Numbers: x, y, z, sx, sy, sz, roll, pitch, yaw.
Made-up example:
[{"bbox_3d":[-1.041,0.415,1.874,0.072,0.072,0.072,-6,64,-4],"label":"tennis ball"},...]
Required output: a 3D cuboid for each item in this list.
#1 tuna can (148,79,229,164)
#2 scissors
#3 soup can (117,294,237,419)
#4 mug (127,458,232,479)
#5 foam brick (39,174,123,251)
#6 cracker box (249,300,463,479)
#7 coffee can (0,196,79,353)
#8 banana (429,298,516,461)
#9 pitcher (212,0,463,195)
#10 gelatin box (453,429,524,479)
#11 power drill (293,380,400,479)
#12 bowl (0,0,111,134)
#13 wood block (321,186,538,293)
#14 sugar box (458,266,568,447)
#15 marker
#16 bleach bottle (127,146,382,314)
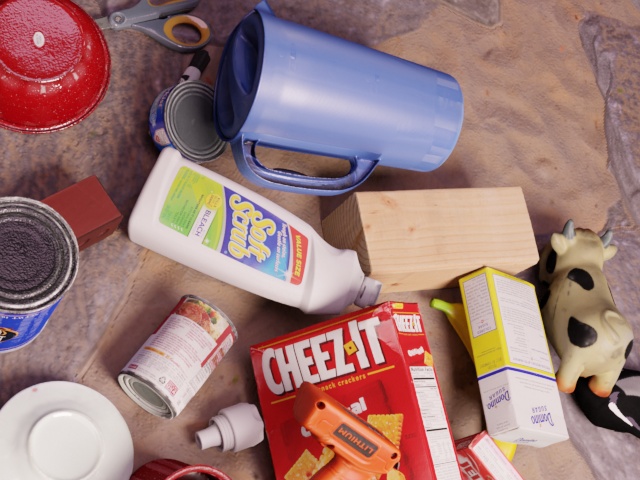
[{"bbox_3d":[-0.134,-0.120,1.102,0.085,0.034,0.086,8,79,-42],"label":"tuna can"},{"bbox_3d":[-0.200,-0.221,1.137,0.201,0.016,0.096,-34,88,-28],"label":"scissors"},{"bbox_3d":[-0.135,0.111,1.012,0.068,0.069,0.102,41,61,-5],"label":"soup can"},{"bbox_3d":[-0.129,0.251,0.947,0.093,0.082,0.117,12,83,-30],"label":"mug"},{"bbox_3d":[-0.239,-0.018,1.022,0.078,0.053,0.051,-31,86,-29],"label":"foam brick"},{"bbox_3d":[0.034,0.180,1.003,0.072,0.164,0.214,11,62,-60],"label":"cracker box"},{"bbox_3d":[-0.276,0.033,0.936,0.102,0.140,0.103,8,68,-21],"label":"coffee can"},{"bbox_3d":[0.178,0.149,1.156,0.069,0.037,0.198,-17,79,-21],"label":"banana"},{"bbox_3d":[0.019,-0.133,1.089,0.242,0.149,0.145,10,29,-24],"label":"pitcher"},{"bbox_3d":[0.169,0.242,1.094,0.030,0.073,0.089,-39,90,-30],"label":"gelatin box"},{"bbox_3d":[-0.036,0.215,0.900,0.184,0.057,0.187,36,90,-24],"label":"power drill"},{"bbox_3d":[-0.284,-0.190,1.056,0.162,0.055,0.162,5,75,-19],"label":"bowl"},{"bbox_3d":[0.119,0.001,1.153,0.205,0.091,0.090,-3,73,-25],"label":"wood block"},{"bbox_3d":[0.201,0.123,1.117,0.093,0.048,0.176,19,56,-41],"label":"sugar box"},{"bbox_3d":[-0.148,-0.157,1.134,0.020,0.020,0.121,31,62,-11],"label":"marker"},{"bbox_3d":[-0.057,0.001,1.054,0.251,0.068,0.102,22,69,1],"label":"bleach bottle"}]
